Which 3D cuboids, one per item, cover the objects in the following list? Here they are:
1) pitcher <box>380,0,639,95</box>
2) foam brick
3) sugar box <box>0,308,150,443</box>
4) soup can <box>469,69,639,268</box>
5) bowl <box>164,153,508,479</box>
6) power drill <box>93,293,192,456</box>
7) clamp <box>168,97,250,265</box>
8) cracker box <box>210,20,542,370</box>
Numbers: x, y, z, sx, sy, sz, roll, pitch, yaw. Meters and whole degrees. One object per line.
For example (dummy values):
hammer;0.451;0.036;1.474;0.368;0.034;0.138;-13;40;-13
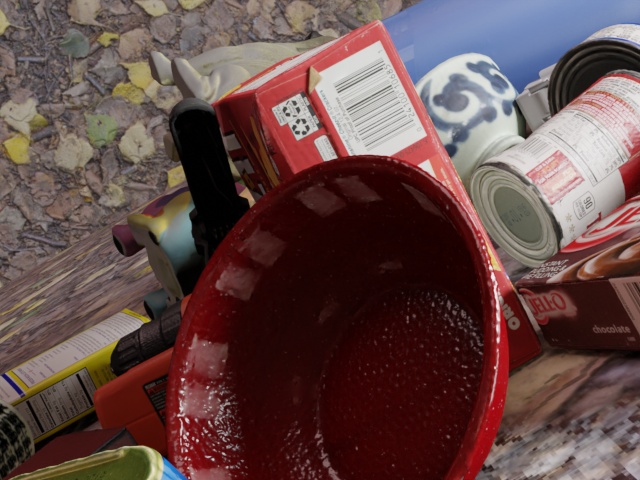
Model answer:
pitcher;0.164;-0.170;0.847;0.243;0.145;0.149;-20;3;14
foam brick;-0.121;0.132;0.539;0.078;0.053;0.051;-19;15;49
sugar box;-0.208;0.116;0.829;0.176;0.048;0.093;-31;15;-20
soup can;0.140;-0.039;0.578;0.102;0.068;0.069;-34;11;-20
bowl;0.013;0.052;0.403;0.162;0.055;0.162;-21;58;38
power drill;-0.079;0.072;0.691;0.184;0.057;0.187;-28;11;14
clamp;-0.054;0.001;0.607;0.039;0.120;0.171;-8;-13;1
cracker box;0.015;-0.016;0.552;0.072;0.164;0.214;-29;10;-7
